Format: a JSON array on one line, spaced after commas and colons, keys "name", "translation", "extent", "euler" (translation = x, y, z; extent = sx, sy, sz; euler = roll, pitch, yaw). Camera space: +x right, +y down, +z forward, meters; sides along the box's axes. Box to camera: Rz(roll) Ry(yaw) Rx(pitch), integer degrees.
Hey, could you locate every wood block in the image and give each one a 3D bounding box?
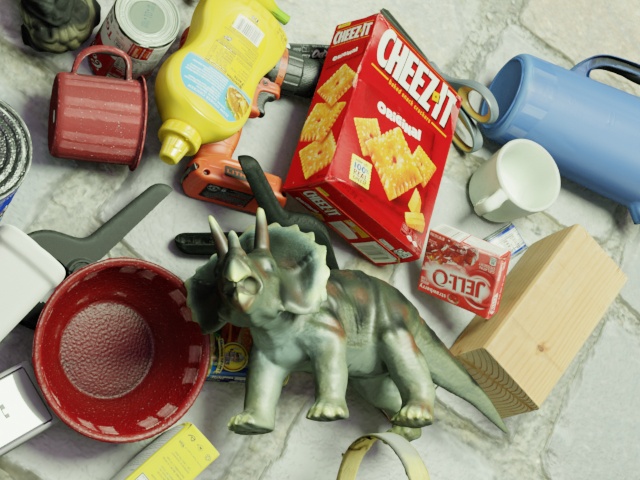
[{"name": "wood block", "translation": [0.236, 0.088, 1.171], "extent": [0.091, 0.090, 0.205], "euler": [47, 59, -6]}]

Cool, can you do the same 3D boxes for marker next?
[{"name": "marker", "translation": [0.003, -0.211, 1.197], "extent": [0.120, 0.020, 0.020], "euler": [-4, 75, -28]}]

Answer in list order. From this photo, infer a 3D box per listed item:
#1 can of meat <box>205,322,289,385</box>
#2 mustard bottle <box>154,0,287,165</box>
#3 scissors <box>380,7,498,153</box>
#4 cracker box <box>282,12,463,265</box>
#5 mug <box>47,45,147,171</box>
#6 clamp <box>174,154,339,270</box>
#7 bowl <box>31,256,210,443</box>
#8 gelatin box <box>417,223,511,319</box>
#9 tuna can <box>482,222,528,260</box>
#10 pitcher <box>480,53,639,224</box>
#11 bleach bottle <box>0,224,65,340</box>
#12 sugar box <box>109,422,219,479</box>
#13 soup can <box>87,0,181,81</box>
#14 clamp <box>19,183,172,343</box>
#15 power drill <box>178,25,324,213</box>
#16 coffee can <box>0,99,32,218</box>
[{"name": "can of meat", "translation": [-0.077, 0.089, 1.035], "extent": [0.083, 0.058, 0.102], "euler": [7, 70, -22]}, {"name": "mustard bottle", "translation": [-0.107, -0.152, 1.036], "extent": [0.096, 0.058, 0.191], "euler": [38, 59, -25]}, {"name": "scissors", "translation": [0.140, -0.196, 1.221], "extent": [0.016, 0.096, 0.202], "euler": [-27, 90, -33]}, {"name": "cracker box", "translation": [0.062, -0.105, 1.130], "extent": [0.164, 0.072, 0.213], "euler": [38, 58, -37]}, {"name": "mug", "translation": [-0.212, -0.127, 1.014], "extent": [0.081, 0.093, 0.117], "euler": [5, 108, -20]}, {"name": "clamp", "translation": [-0.057, 0.001, 1.068], "extent": [0.171, 0.120, 0.039], "euler": [40, 23, -27]}, {"name": "bowl", "translation": [-0.182, 0.097, 0.950], "extent": [0.161, 0.055, 0.162], "euler": [3, 84, -28]}, {"name": "gelatin box", "translation": [0.151, 0.032, 1.124], "extent": [0.089, 0.073, 0.030], "euler": [24, 30, 29]}, {"name": "tuna can", "translation": [0.183, 0.016, 1.171], "extent": [0.086, 0.086, 0.034], "euler": [-29, 86, -31]}, {"name": "pitcher", "translation": [0.321, -0.139, 1.269], "extent": [0.242, 0.145, 0.149], "euler": [21, 34, -16]}, {"name": "bleach bottle", "translation": [-0.318, 0.101, 0.869], "extent": [0.068, 0.103, 0.250], "euler": [43, 72, -16]}, {"name": "sugar box", "translation": [-0.174, 0.232, 0.917], "extent": [0.048, 0.093, 0.176], "euler": [49, 60, -4]}, {"name": "soup can", "translation": [-0.184, -0.198, 1.051], "extent": [0.068, 0.102, 0.068], "euler": [8, 70, -24]}, {"name": "clamp", "translation": [-0.217, 0.043, 0.991], "extent": [0.209, 0.036, 0.164], "euler": [-14, 86, -26]}, {"name": "power drill", "translation": [-0.066, -0.124, 1.113], "extent": [0.184, 0.057, 0.187], "euler": [12, 65, -18]}, {"name": "coffee can", "translation": [-0.313, -0.056, 0.917], "extent": [0.102, 0.141, 0.103], "euler": [8, 70, -24]}]
